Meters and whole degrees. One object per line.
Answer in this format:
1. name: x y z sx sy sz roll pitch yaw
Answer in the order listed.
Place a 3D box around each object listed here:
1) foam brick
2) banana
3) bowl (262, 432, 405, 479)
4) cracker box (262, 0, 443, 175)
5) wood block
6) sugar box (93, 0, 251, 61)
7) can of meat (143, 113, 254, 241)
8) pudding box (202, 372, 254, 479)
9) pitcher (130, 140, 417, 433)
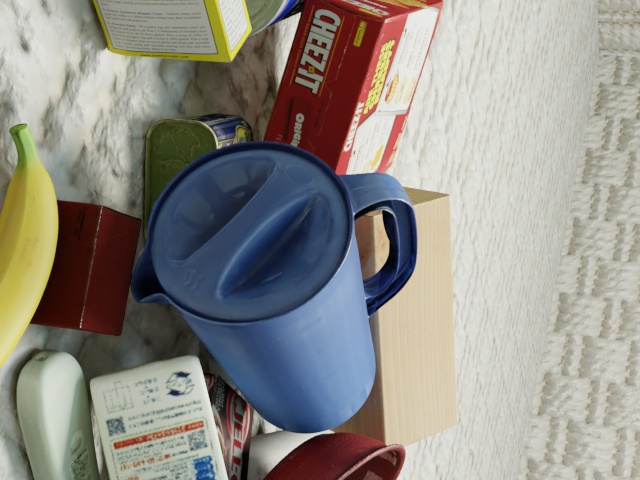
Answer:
1. foam brick: -0.150 0.017 0.658 0.051 0.053 0.078 28 71 -69
2. banana: -0.188 0.033 0.589 0.069 0.037 0.197 45 51 -42
3. bowl: -0.007 0.206 0.847 0.162 0.055 0.162 -37 153 -23
4. cracker box: 0.026 -0.124 0.880 0.213 0.072 0.164 -40 150 -66
5. wood block: 0.053 0.064 0.914 0.090 0.090 0.206 -15 108 -35
6. sugar box: -0.106 -0.194 0.648 0.048 0.093 0.176 -64 153 -43
7. can of meat: -0.089 -0.044 0.804 0.083 0.057 0.102 -32 127 -69
8. pudding box: -0.085 0.168 0.817 0.090 0.039 0.113 57 35 -59
9. pitcher: -0.017 0.045 0.759 0.243 0.149 0.145 71 39 -59
